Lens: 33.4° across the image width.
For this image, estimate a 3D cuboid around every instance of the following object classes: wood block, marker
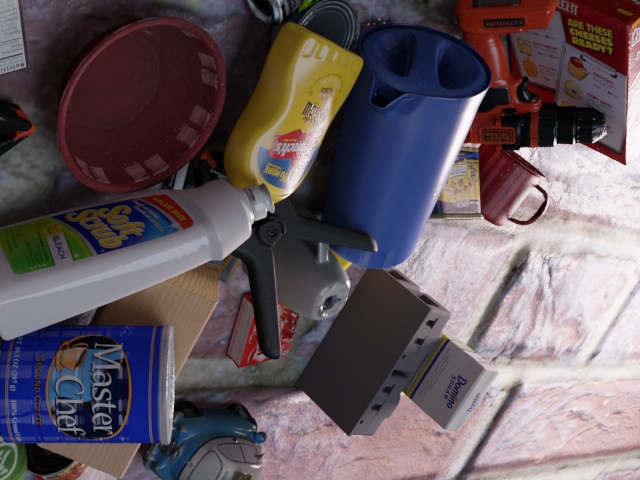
[{"bbox_3d":[-0.182,0.108,1.012,0.090,0.090,0.206,25,108,-12],"label":"wood block"},{"bbox_3d":[-0.124,-0.088,0.989,0.020,0.020,0.121,-7,127,-43],"label":"marker"}]

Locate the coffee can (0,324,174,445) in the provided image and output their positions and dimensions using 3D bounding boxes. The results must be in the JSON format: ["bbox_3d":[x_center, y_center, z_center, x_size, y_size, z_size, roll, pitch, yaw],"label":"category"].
[{"bbox_3d":[-0.198,0.122,0.912,0.140,0.103,0.103,1,129,-4],"label":"coffee can"}]

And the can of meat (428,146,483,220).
[{"bbox_3d":[0.141,-0.065,1.229,0.101,0.058,0.084,-2,90,-46],"label":"can of meat"}]

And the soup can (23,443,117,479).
[{"bbox_3d":[-0.255,0.232,1.094,0.068,0.069,0.102,-38,143,-16],"label":"soup can"}]

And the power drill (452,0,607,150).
[{"bbox_3d":[0.218,-0.180,1.156,0.057,0.184,0.187,-73,160,-48],"label":"power drill"}]

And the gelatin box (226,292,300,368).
[{"bbox_3d":[-0.061,0.098,1.209,0.073,0.030,0.089,-10,128,-41],"label":"gelatin box"}]

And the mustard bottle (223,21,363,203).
[{"bbox_3d":[-0.037,-0.096,0.970,0.096,0.058,0.192,12,109,-56],"label":"mustard bottle"}]

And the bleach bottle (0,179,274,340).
[{"bbox_3d":[-0.163,-0.001,0.908,0.250,0.103,0.068,-20,134,-15],"label":"bleach bottle"}]

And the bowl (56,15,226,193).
[{"bbox_3d":[-0.159,-0.121,0.892,0.161,0.055,0.162,-27,138,-28],"label":"bowl"}]

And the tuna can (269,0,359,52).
[{"bbox_3d":[-0.006,-0.195,1.006,0.086,0.034,0.086,-27,138,-28],"label":"tuna can"}]

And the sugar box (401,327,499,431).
[{"bbox_3d":[0.130,0.149,1.331,0.048,0.176,0.093,18,107,-52],"label":"sugar box"}]

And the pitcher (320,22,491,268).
[{"bbox_3d":[0.083,-0.095,1.106,0.149,0.145,0.243,2,132,-17],"label":"pitcher"}]

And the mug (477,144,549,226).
[{"bbox_3d":[0.222,-0.065,1.297,0.081,0.117,0.093,-54,177,14],"label":"mug"}]

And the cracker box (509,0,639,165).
[{"bbox_3d":[0.298,-0.206,1.202,0.072,0.164,0.213,-42,143,-20],"label":"cracker box"}]

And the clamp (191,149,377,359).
[{"bbox_3d":[-0.057,0.001,1.033,0.210,0.036,0.164,44,72,-22],"label":"clamp"}]
